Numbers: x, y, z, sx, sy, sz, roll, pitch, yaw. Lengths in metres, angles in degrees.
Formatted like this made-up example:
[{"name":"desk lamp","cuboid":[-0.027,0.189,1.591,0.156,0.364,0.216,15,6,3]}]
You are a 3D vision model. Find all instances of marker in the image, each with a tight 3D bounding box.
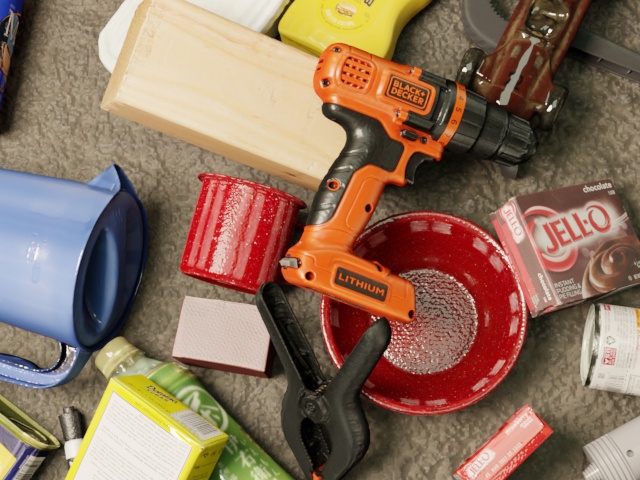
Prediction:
[{"name":"marker","cuboid":[-0.195,0.195,0.869,0.020,0.020,0.121,-14,76,2]}]

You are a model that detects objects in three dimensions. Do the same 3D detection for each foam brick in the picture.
[{"name":"foam brick","cuboid":[-0.075,0.079,0.867,0.078,0.051,0.053,9,77,8]}]

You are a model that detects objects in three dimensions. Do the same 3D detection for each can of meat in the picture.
[{"name":"can of meat","cuboid":[-0.278,0.170,0.864,0.102,0.057,0.084,34,85,13]}]

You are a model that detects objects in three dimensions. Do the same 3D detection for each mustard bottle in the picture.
[{"name":"mustard bottle","cuboid":[0.053,-0.228,0.920,0.096,0.058,0.191,32,80,15]}]

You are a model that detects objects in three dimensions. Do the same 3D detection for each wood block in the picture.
[{"name":"wood block","cuboid":[-0.057,-0.110,0.842,0.205,0.091,0.090,21,85,-19]}]

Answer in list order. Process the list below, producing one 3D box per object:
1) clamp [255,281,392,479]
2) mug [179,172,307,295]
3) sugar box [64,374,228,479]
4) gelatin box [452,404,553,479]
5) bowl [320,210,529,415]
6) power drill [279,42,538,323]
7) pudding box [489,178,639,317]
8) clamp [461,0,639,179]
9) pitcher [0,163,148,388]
[{"name":"clamp","cuboid":[-0.005,0.112,0.819,0.120,0.039,0.171,28,123,36]},{"name":"mug","cuboid":[-0.056,0.001,0.872,0.117,0.093,0.081,19,83,-27]},{"name":"sugar box","cuboid":[-0.146,0.199,0.793,0.093,0.048,0.176,31,104,24]},{"name":"gelatin box","cuboid":[0.136,0.161,0.806,0.073,0.089,0.030,-42,77,-5]},{"name":"bowl","cuboid":[0.082,0.060,0.852,0.162,0.055,0.162,-1,77,6]},{"name":"power drill","cuboid":[0.061,-0.036,0.804,0.184,0.057,0.187,19,83,-12]},{"name":"pudding box","cuboid":[0.197,0.004,0.836,0.113,0.039,0.090,-11,73,-35]},{"name":"clamp","cuboid":[0.175,-0.165,0.905,0.164,0.036,0.210,-35,80,-4]},{"name":"pitcher","cuboid":[-0.275,0.010,0.869,0.243,0.145,0.149,13,44,12]}]
